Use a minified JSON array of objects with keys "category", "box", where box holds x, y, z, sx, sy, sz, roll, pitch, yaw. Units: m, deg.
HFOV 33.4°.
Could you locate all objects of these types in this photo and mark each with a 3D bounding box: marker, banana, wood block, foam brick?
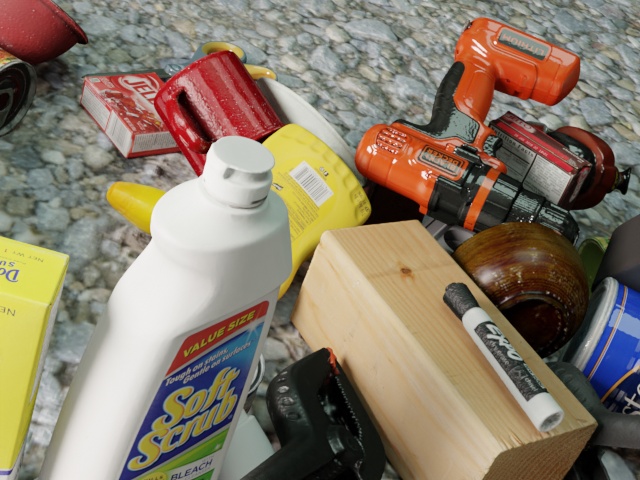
[{"category":"marker","box":[0.111,0.069,0.670,0.020,0.020,0.121,-2,40,-31]},{"category":"banana","box":[-0.068,-0.023,0.831,0.197,0.037,0.069,-11,77,-32]},{"category":"wood block","box":[0.076,0.086,0.727,0.090,0.090,0.206,-7,43,-34]},{"category":"foam brick","box":[0.068,-0.051,0.923,0.051,0.078,0.053,13,35,-10]}]

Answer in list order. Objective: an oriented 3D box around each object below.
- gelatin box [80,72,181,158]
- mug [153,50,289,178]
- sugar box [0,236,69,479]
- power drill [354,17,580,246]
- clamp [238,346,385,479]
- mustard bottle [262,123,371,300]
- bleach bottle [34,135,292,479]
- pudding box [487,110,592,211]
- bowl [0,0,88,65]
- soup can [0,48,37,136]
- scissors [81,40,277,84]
[{"category":"gelatin box","box":[-0.156,-0.111,0.926,0.073,0.030,0.089,-11,46,-39]},{"category":"mug","box":[-0.088,-0.098,0.862,0.081,0.093,0.117,57,26,4]},{"category":"sugar box","box":[-0.187,0.073,0.523,0.093,0.176,0.048,16,32,-8]},{"category":"power drill","box":[0.144,-0.087,0.862,0.184,0.057,0.187,26,57,10]},{"category":"clamp","box":[0.013,0.141,0.640,0.164,0.036,0.210,44,17,-17]},{"category":"mustard bottle","box":[-0.055,0.001,0.771,0.096,0.058,0.191,49,59,0]},{"category":"bleach bottle","box":[-0.078,0.060,0.533,0.102,0.251,0.068,-11,45,-38]},{"category":"pudding box","box":[0.173,-0.043,0.937,0.090,0.114,0.039,39,41,24]},{"category":"bowl","box":[-0.281,-0.198,0.915,0.162,0.055,0.162,33,-7,4]},{"category":"soup can","box":[-0.289,-0.135,0.855,0.102,0.069,0.068,31,35,15]},{"category":"scissors","box":[-0.139,-0.171,1.033,0.201,0.016,0.096,2,37,-26]}]
